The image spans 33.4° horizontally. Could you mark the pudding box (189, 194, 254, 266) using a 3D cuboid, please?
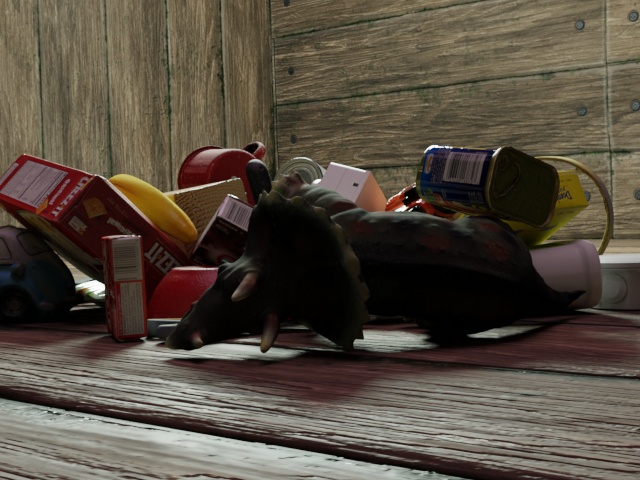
[{"bbox_3d":[-0.067,0.012,1.093,0.113,0.039,0.090,30,-41,-7],"label":"pudding box"}]

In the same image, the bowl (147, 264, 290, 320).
[{"bbox_3d":[-0.098,0.053,1.040,0.162,0.055,0.162,-2,1,0],"label":"bowl"}]

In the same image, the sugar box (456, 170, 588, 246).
[{"bbox_3d":[0.182,-0.009,1.080,0.093,0.048,0.176,-6,-25,-23],"label":"sugar box"}]

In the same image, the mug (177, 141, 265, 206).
[{"bbox_3d":[-0.112,-0.080,1.328,0.117,0.093,0.082,-44,22,-19],"label":"mug"}]

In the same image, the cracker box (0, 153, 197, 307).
[{"bbox_3d":[-0.247,-0.012,1.158,0.164,0.072,0.214,46,-17,-33],"label":"cracker box"}]

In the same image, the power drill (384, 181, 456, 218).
[{"bbox_3d":[0.081,-0.009,1.118,0.187,0.057,0.185,-38,2,-27],"label":"power drill"}]

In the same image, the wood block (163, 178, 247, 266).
[{"bbox_3d":[-0.167,-0.013,1.257,0.090,0.091,0.206,-16,6,-31],"label":"wood block"}]

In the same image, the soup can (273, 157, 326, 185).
[{"bbox_3d":[-0.006,-0.053,1.299,0.069,0.068,0.102,-1,-16,27],"label":"soup can"}]

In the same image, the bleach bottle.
[{"bbox_3d":[0.132,0.042,1.012,0.250,0.068,0.103,-4,-2,-17],"label":"bleach bottle"}]

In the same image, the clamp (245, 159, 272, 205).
[{"bbox_3d":[-0.058,0.002,1.224,0.039,0.171,0.120,-24,-6,-28],"label":"clamp"}]

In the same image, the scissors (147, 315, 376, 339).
[{"bbox_3d":[-0.054,0.073,0.916,0.202,0.016,0.096,-2,1,4],"label":"scissors"}]

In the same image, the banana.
[{"bbox_3d":[-0.195,-0.040,1.170,0.069,0.037,0.198,49,-17,-29],"label":"banana"}]

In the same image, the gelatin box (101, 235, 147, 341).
[{"bbox_3d":[-0.172,0.040,0.932,0.030,0.089,0.073,-4,2,-17],"label":"gelatin box"}]

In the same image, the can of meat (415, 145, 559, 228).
[{"bbox_3d":[0.146,-0.050,0.941,0.084,0.057,0.101,10,-4,45],"label":"can of meat"}]
